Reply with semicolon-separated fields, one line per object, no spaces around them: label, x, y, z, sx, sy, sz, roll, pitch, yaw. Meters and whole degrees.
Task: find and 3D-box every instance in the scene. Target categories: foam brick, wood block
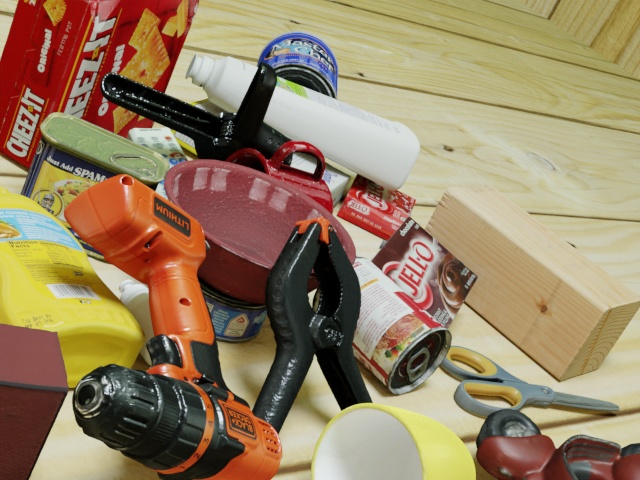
foam brick;-0.178;0.091;0.586;0.051;0.078;0.053;13;30;-31
wood block;0.205;0.038;1.080;0.206;0.091;0.090;42;28;30

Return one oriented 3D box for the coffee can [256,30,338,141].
coffee can;-0.030;-0.182;1.270;0.102;0.103;0.140;23;24;-10

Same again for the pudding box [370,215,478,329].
pudding box;0.087;0.038;0.979;0.090;0.039;0.113;42;33;0

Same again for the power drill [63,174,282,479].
power drill;-0.100;0.055;0.644;0.184;0.057;0.188;43;24;-57

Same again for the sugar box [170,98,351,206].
sugar box;-0.062;-0.086;1.113;0.176;0.048;0.093;33;21;8

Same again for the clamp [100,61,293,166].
clamp;-0.093;-0.099;0.970;0.165;0.036;0.210;4;-23;17

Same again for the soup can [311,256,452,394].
soup can;0.049;0.069;0.881;0.068;0.069;0.102;-3;37;-49

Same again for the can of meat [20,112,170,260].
can of meat;-0.182;-0.040;0.842;0.102;0.084;0.057;23;24;-9

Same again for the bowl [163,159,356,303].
bowl;-0.055;0.001;0.837;0.162;0.055;0.162;22;24;-11

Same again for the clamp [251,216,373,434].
clamp;0.003;0.073;0.753;0.039;0.171;0.120;-2;-14;43

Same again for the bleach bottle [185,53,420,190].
bleach bottle;-0.022;-0.133;1.122;0.250;0.068;0.102;22;13;-18

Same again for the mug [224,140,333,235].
mug;-0.037;-0.038;0.958;0.081;0.117;0.093;13;27;-39

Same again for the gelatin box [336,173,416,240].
gelatin box;0.062;-0.037;1.160;0.073;0.030;0.089;27;23;1

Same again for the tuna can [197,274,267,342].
tuna can;-0.080;0.041;0.845;0.086;0.034;0.086;22;24;-11

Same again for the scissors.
scissors;0.183;0.128;0.966;0.201;0.016;0.096;4;33;-43

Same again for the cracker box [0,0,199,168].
cracker box;-0.204;-0.166;0.980;0.072;0.164;0.213;29;23;10

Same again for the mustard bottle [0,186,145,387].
mustard bottle;-0.202;0.019;0.732;0.096;0.058;0.192;5;32;-44
